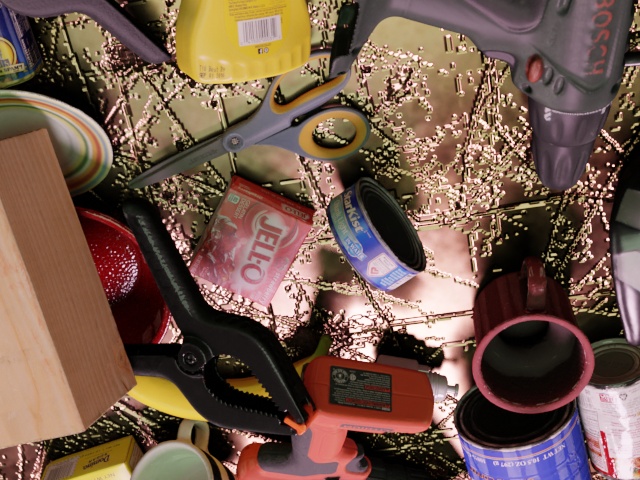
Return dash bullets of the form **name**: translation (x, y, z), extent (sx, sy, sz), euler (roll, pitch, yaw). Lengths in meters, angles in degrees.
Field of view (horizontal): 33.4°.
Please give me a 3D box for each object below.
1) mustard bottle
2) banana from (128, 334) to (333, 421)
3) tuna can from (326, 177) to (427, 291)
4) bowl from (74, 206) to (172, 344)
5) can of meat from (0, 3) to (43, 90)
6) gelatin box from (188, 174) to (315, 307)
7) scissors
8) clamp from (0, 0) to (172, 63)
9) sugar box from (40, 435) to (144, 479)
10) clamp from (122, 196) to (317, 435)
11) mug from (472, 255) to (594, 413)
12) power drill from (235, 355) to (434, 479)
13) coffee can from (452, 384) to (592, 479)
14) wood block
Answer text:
- **mustard bottle**: translation (-0.054, -0.207, 0.718), extent (0.096, 0.058, 0.192), euler (-14, 121, -26)
- **banana**: translation (-0.080, 0.125, 0.925), extent (0.198, 0.037, 0.069), euler (-10, 99, 7)
- **tuna can**: translation (0.043, -0.004, 0.817), extent (0.034, 0.086, 0.086), euler (-34, 111, 21)
- **bowl**: translation (-0.196, 0.032, 0.867), extent (0.162, 0.055, 0.162), euler (1, 118, 3)
- **can of meat**: translation (-0.261, -0.152, 0.772), extent (0.102, 0.057, 0.084), euler (-9, 120, 8)
- **gelatin box**: translation (-0.056, 0.001, 0.856), extent (0.073, 0.030, 0.089), euler (25, 117, -10)
- **scissors**: translation (-0.047, -0.069, 0.826), extent (0.202, 0.016, 0.096), euler (-37, 110, 21)
- **clamp**: translation (-0.159, -0.195, 0.727), extent (0.171, 0.039, 0.120), euler (12, 112, -34)
- **sugar box**: translation (-0.180, 0.271, 1.002), extent (0.093, 0.048, 0.176), euler (-19, 114, 13)
- **clamp**: translation (-0.092, 0.072, 0.803), extent (0.210, 0.036, 0.165), euler (27, 117, 11)
- **mug**: translation (0.165, 0.067, 0.850), extent (0.093, 0.081, 0.117), euler (-1, 118, 4)
- **power drill**: translation (0.032, 0.175, 0.900), extent (0.184, 0.057, 0.188), euler (8, 140, -11)
- **coffee can**: translation (0.178, 0.197, 0.908), extent (0.103, 0.102, 0.140), euler (-13, 117, 10)
- **wood block**: translation (-0.221, 0.034, 0.771), extent (0.090, 0.090, 0.206), euler (-14, 100, 19)
